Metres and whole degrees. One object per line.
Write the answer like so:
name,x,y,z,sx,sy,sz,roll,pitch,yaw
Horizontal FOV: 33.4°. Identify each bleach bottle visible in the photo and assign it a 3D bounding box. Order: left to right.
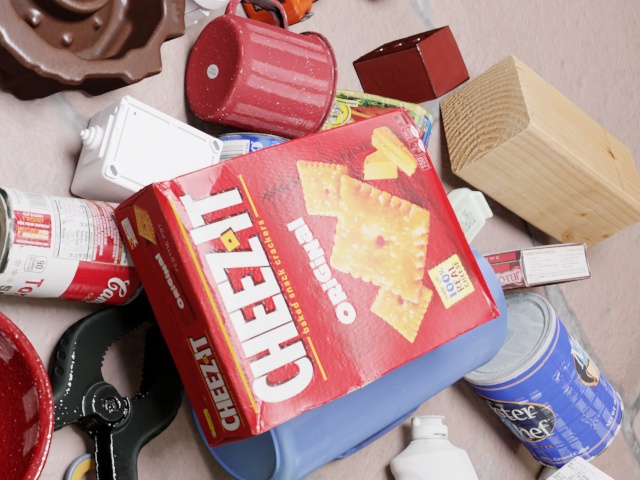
bleach bottle,0.086,0.272,0.878,0.102,0.068,0.251,2,74,-12

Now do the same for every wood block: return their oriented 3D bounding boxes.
wood block,0.218,-0.078,1.031,0.205,0.090,0.091,28,43,-38

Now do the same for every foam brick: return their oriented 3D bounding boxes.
foam brick,0.079,-0.149,0.931,0.052,0.078,0.051,-35,109,-41

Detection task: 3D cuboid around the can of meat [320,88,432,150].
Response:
can of meat,0.035,-0.070,0.865,0.057,0.102,0.084,89,17,-61

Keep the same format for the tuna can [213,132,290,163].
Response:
tuna can,-0.047,-0.049,0.788,0.086,0.086,0.034,18,69,-41

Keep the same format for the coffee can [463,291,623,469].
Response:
coffee can,0.203,0.131,0.991,0.140,0.103,0.102,48,54,-28

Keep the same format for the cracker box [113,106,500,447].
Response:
cracker box,-0.002,0.016,0.699,0.213,0.072,0.164,-21,86,-35

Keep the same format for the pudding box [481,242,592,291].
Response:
pudding box,0.185,0.028,0.998,0.113,0.090,0.039,-7,88,-45

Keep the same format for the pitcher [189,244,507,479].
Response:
pitcher,0.022,0.096,0.815,0.242,0.145,0.149,-28,91,-39

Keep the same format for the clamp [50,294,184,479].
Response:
clamp,-0.153,0.110,0.688,0.164,0.036,0.210,35,53,-23

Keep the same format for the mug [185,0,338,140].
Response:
mug,-0.047,-0.132,0.801,0.081,0.093,0.117,9,75,-38

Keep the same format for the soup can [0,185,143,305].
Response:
soup can,-0.167,0.004,0.676,0.102,0.069,0.068,9,78,-43
